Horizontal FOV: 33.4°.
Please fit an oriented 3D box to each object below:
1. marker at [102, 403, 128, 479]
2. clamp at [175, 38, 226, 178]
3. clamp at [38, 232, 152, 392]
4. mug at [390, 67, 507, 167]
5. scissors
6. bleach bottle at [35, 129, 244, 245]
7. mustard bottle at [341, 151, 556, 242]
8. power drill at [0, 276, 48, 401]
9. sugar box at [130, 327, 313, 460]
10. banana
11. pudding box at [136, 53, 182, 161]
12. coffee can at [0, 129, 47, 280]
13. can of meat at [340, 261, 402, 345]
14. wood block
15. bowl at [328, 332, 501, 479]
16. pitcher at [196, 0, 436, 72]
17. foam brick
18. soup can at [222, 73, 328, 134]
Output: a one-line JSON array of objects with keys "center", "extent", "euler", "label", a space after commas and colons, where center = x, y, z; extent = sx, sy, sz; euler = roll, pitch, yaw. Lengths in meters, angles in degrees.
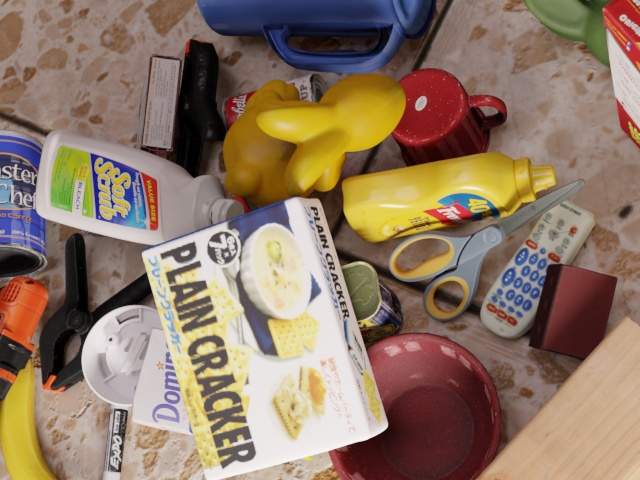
[{"center": [-0.209, 0.217, 1.083], "extent": [0.020, 0.020, 0.121], "euler": [-5, 69, 21], "label": "marker"}, {"center": [-0.128, -0.139, 1.129], "extent": [0.036, 0.165, 0.210], "euler": [10, 61, -18], "label": "clamp"}, {"center": [-0.240, 0.084, 1.134], "extent": [0.120, 0.039, 0.171], "euler": [13, 83, 26], "label": "clamp"}, {"center": [0.122, -0.116, 1.033], "extent": [0.117, 0.081, 0.093], "euler": [-8, 68, 20], "label": "mug"}, {"center": [0.156, 0.015, 0.968], "extent": [0.202, 0.016, 0.096], "euler": [-15, 98, 30], "label": "scissors"}, {"center": [-0.178, -0.049, 1.065], "extent": [0.251, 0.068, 0.102], "euler": [10, 90, 36], "label": "bleach bottle"}, {"center": [0.123, -0.044, 0.998], "extent": [0.192, 0.096, 0.058], "euler": [-11, 67, 18], "label": "mustard bottle"}, {"center": [-0.393, 0.118, 1.154], "extent": [0.188, 0.057, 0.184], "euler": [8, 65, 32], "label": "power drill"}, {"center": [-0.085, 0.146, 1.016], "extent": [0.176, 0.048, 0.093], "euler": [10, 75, 5], "label": "sugar box"}, {"center": [-0.299, 0.213, 1.114], "extent": [0.069, 0.037, 0.198], "euler": [-28, 63, -11], "label": "banana"}, {"center": [-0.176, -0.131, 1.156], "extent": [0.039, 0.090, 0.113], "euler": [6, 70, -14], "label": "pudding box"}, {"center": [-0.358, -0.039, 1.191], "extent": [0.103, 0.102, 0.140], "euler": [-14, 67, 17], "label": "coffee can"}, {"center": [0.020, 0.067, 1.006], "extent": [0.102, 0.083, 0.057], "euler": [-17, 66, 16], "label": "can of meat"}, {"center": [0.222, 0.175, 0.879], "extent": [0.206, 0.090, 0.090], "euler": [-48, 61, 0], "label": "wood block"}, {"center": [0.088, 0.167, 0.958], "extent": [0.162, 0.055, 0.162], "euler": [-8, 68, 20], "label": "bowl"}, {"center": [-0.009, -0.264, 1.119], "extent": [0.243, 0.145, 0.149], "euler": [2, 30, 27], "label": "pitcher"}, {"center": [0.219, 0.062, 0.928], "extent": [0.051, 0.053, 0.078], "euler": [14, 88, 1], "label": "foam brick"}, {"center": [-0.042, -0.129, 1.114], "extent": [0.102, 0.068, 0.068], "euler": [-13, 67, 17], "label": "soup can"}]
